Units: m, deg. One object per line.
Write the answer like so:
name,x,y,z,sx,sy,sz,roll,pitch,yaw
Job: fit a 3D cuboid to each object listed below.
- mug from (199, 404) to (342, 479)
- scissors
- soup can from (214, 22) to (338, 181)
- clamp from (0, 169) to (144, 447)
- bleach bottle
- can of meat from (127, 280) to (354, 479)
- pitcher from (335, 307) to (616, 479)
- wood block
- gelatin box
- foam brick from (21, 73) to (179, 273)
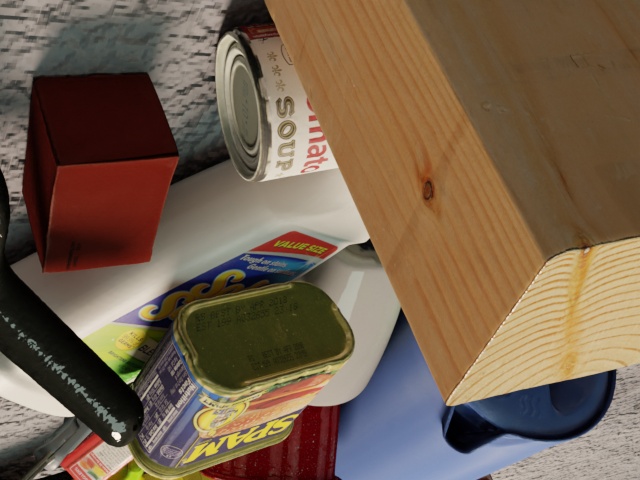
mug,-0.036,0.113,0.703,0.093,0.081,0.117,8,174,-35
scissors,-0.153,0.119,0.610,0.201,0.016,0.096,-45,-174,-37
soup can,0.011,-0.066,0.473,0.102,0.068,0.069,-11,148,-19
clamp,-0.156,0.009,0.443,0.164,0.036,0.210,10,130,8
bleach bottle,-0.054,0.001,0.545,0.251,0.068,0.102,-30,152,8
can of meat,-0.043,0.068,0.543,0.101,0.057,0.084,-11,150,-40
pitcher,0.079,0.102,0.728,0.149,0.145,0.243,0,153,-29
wood block,0.054,-0.060,0.373,0.090,0.206,0.091,-9,148,-22
gelatin box,-0.112,0.108,0.663,0.073,0.030,0.089,-38,-173,21
foam brick,-0.100,-0.029,0.474,0.052,0.051,0.078,-6,146,-25
